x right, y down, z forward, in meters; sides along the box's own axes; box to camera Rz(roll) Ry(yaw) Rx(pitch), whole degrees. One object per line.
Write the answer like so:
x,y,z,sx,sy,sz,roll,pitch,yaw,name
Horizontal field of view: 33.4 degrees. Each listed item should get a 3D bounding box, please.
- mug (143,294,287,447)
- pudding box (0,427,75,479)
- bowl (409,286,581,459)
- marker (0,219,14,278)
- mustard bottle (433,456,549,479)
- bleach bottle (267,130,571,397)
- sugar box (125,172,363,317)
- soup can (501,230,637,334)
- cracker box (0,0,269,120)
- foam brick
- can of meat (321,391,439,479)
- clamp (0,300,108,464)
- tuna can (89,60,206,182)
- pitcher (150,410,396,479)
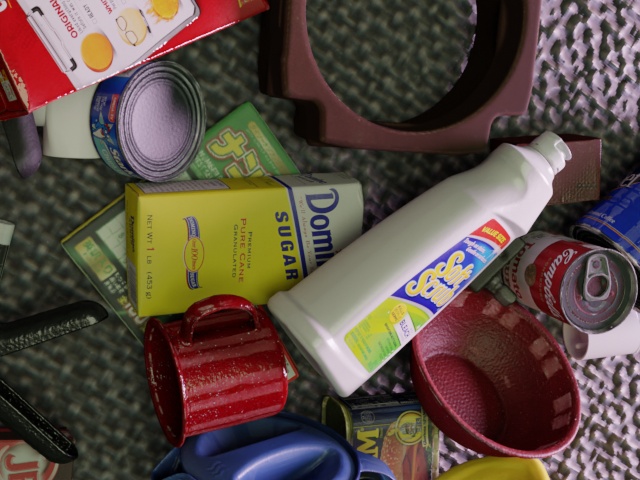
-0.074,0.084,0.761,0.081,0.093,0.117,-10,129,-23,mug
-0.234,0.195,0.792,0.089,0.039,0.113,4,99,-24,pudding box
0.129,0.114,0.858,0.162,0.162,0.055,21,133,-19,bowl
-0.246,0.044,0.776,0.020,0.020,0.121,14,95,-19,marker
0.146,0.259,0.890,0.096,0.058,0.191,-14,130,-2,mustard bottle
0.084,0.003,0.792,0.250,0.068,0.102,-40,143,-7,bleach bottle
-0.055,0.001,0.796,0.176,0.048,0.093,-5,108,-21,sugar box
0.200,0.031,0.868,0.068,0.102,0.068,-3,100,-17,soup can
-0.152,-0.191,0.694,0.213,0.072,0.164,-33,109,-39,cracker box
0.183,-0.058,0.875,0.078,0.051,0.053,-5,101,-16,foam brick
0.048,0.175,0.871,0.083,0.057,0.102,-2,101,-20,can of meat
-0.234,0.078,0.751,0.171,0.039,0.120,21,91,-10,clamp
-0.123,-0.086,0.763,0.085,0.034,0.086,-16,111,-50,tuna can
-0.041,0.260,0.806,0.144,0.149,0.243,-25,128,-57,pitcher
